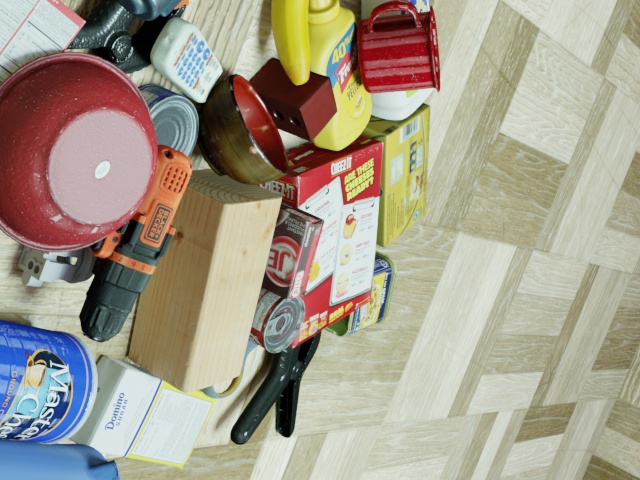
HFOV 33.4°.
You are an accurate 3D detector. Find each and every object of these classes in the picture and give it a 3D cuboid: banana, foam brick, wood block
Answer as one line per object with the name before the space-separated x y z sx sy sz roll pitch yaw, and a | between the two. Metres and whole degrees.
banana | -0.015 -0.259 1.072 0.037 0.070 0.198 -4 117 -58
foam brick | -0.030 -0.148 1.121 0.051 0.078 0.053 -51 147 -24
wood block | -0.121 0.040 1.103 0.090 0.091 0.206 -11 121 -53

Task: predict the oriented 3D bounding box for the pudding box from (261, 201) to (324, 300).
pudding box | -0.058 0.001 1.149 0.039 0.114 0.090 -6 116 -54

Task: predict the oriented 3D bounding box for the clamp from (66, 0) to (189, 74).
clamp | -0.186 -0.172 0.906 0.171 0.039 0.120 -50 151 -18

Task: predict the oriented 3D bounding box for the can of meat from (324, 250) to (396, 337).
can of meat | 0.049 0.071 1.417 0.083 0.058 0.102 -18 125 -48

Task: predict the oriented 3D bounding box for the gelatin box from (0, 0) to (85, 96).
gelatin box | -0.237 -0.156 0.819 0.073 0.030 0.089 38 78 -28

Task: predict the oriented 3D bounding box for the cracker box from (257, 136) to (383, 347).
cracker box | -0.004 -0.004 1.254 0.163 0.072 0.214 -26 126 -48

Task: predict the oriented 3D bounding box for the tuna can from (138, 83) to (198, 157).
tuna can | -0.155 -0.102 1.006 0.086 0.034 0.086 -35 138 -40

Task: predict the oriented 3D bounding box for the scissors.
scissors | -0.093 0.106 1.257 0.096 0.016 0.201 64 33 -21

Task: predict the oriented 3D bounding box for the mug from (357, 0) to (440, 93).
mug | 0.083 -0.211 1.154 0.117 0.081 0.093 71 18 -54

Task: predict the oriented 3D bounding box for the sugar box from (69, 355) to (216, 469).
sugar box | -0.190 0.187 1.148 0.176 0.048 0.093 34 80 -56

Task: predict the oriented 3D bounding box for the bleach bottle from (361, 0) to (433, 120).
bleach bottle | 0.082 -0.268 1.221 0.102 0.068 0.251 -47 143 -34

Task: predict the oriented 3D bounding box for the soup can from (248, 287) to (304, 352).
soup can | -0.077 0.073 1.181 0.068 0.102 0.068 -35 138 -40

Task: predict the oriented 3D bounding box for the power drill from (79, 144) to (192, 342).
power drill | -0.211 -0.017 0.899 0.187 0.057 0.184 24 88 -45

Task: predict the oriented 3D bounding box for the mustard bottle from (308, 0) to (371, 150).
mustard bottle | 0.011 -0.197 1.165 0.096 0.058 0.191 -56 149 -33

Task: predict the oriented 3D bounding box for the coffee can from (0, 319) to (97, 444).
coffee can | -0.275 0.119 0.914 0.140 0.103 0.103 25 91 -59

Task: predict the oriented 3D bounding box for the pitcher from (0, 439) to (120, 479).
pitcher | -0.308 0.239 0.940 0.242 0.145 0.149 28 77 -55

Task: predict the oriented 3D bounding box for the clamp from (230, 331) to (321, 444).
clamp | -0.039 0.167 1.369 0.210 0.036 0.164 -66 159 -5

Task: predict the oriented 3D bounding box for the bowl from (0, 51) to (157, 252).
bowl | -0.183 -0.062 0.828 0.161 0.055 0.162 -16 115 -38
